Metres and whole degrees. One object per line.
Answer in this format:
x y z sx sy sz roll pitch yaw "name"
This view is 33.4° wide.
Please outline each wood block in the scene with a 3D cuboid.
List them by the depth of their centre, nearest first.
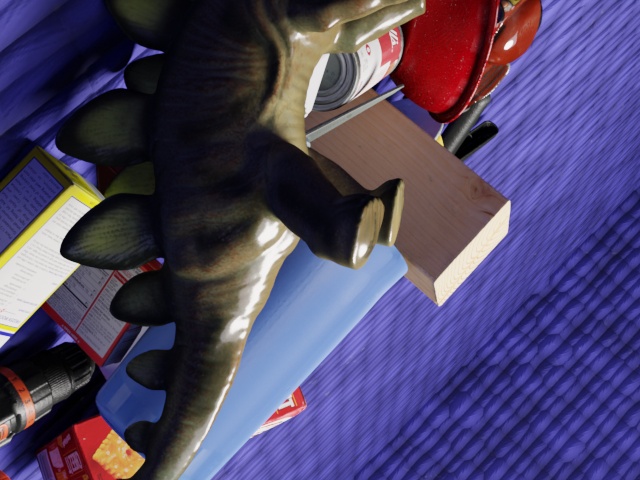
0.051 -0.053 0.896 0.091 0.206 0.090 -47 162 -6 "wood block"

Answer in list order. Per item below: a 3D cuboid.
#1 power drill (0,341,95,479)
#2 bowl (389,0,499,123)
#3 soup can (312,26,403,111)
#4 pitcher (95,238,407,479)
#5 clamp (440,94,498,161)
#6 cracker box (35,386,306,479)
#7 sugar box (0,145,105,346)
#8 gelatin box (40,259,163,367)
-0.273 0.173 0.870 0.184 0.057 0.188 -27 151 -41 "power drill"
0.090 -0.180 0.883 0.055 0.162 0.162 6 140 -15 "bowl"
0.016 -0.143 0.816 0.069 0.068 0.102 -58 173 30 "soup can"
-0.055 0.070 0.834 0.242 0.145 0.149 -49 122 -8 "pitcher"
0.147 -0.093 1.329 0.210 0.036 0.164 -48 163 9 "clamp"
-0.142 0.180 1.001 0.213 0.072 0.164 -17 170 -30 "cracker box"
-0.216 0.025 0.698 0.176 0.048 0.093 -44 163 -2 "sugar box"
-0.161 0.039 0.812 0.089 0.073 0.030 -54 163 17 "gelatin box"
